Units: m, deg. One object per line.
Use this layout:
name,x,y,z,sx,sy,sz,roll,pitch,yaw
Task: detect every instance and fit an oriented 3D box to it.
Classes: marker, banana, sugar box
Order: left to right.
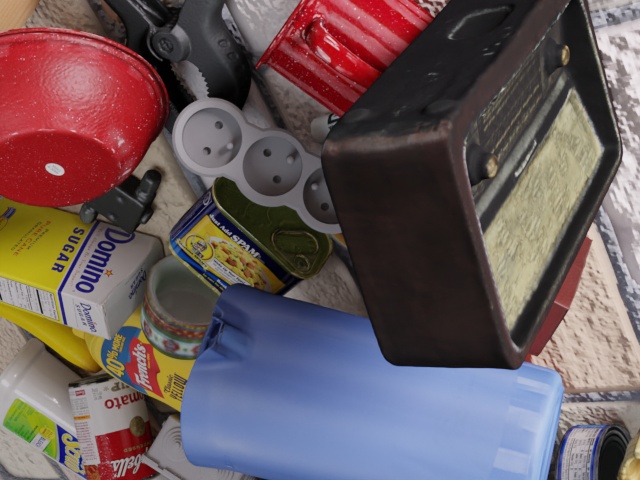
banana,-0.290,0.068,1.008,0.198,0.037,0.070,17,131,15
sugar box,-0.228,0.017,0.892,0.176,0.093,0.048,13,132,20
marker,0.046,-0.086,0.701,0.121,0.020,0.020,-13,118,37

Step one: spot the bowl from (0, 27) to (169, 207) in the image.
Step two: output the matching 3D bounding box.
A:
bowl,-0.181,-0.069,0.718,0.162,0.055,0.162,-6,150,-4

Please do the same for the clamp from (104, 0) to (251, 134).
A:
clamp,-0.090,-0.145,0.718,0.165,0.036,0.210,0,128,28

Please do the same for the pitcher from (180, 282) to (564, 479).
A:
pitcher,0.038,0.121,0.740,0.243,0.149,0.145,11,108,16

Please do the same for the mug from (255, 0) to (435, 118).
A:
mug,0.020,-0.115,0.630,0.081,0.117,0.093,35,106,-8

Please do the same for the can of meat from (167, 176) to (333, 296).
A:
can of meat,-0.055,0.001,0.805,0.102,0.057,0.084,42,136,-8

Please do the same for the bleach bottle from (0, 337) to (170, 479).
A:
bleach bottle,-0.211,0.206,1.062,0.251,0.068,0.103,36,136,-4

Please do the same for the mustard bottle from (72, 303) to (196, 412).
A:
mustard bottle,-0.142,0.097,0.934,0.192,0.058,0.096,26,135,9

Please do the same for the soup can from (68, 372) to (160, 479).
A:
soup can,-0.192,0.175,0.993,0.069,0.068,0.102,-13,88,37
